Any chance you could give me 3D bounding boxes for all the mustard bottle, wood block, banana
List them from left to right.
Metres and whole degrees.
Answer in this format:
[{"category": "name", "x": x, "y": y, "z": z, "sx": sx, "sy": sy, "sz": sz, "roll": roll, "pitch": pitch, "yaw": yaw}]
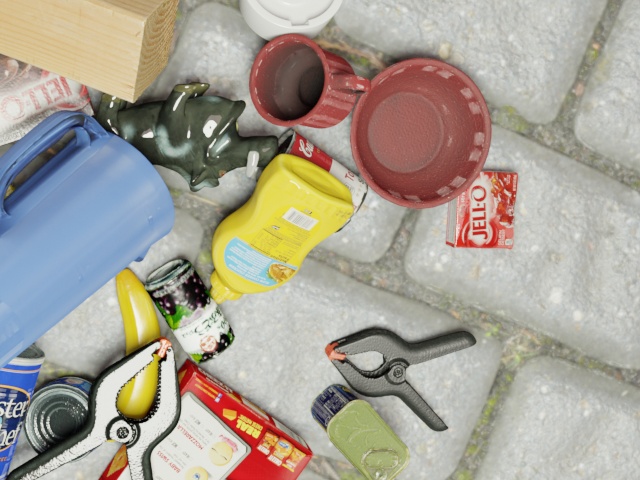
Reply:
[{"category": "wood block", "x": -0.246, "y": -0.217, "z": 0.990, "sx": 0.206, "sy": 0.090, "sz": 0.091, "roll": 21, "pitch": 128, "yaw": 4}, {"category": "banana", "x": -0.202, "y": 0.131, "z": 1.126, "sx": 0.069, "sy": 0.037, "sz": 0.198, "roll": 13, "pitch": 94, "yaw": -17}, {"category": "mustard bottle", "x": -0.057, "y": 0.001, "z": 1.105, "sx": 0.096, "sy": 0.058, "sz": 0.192, "roll": 26, "pitch": 123, "yaw": -27}]

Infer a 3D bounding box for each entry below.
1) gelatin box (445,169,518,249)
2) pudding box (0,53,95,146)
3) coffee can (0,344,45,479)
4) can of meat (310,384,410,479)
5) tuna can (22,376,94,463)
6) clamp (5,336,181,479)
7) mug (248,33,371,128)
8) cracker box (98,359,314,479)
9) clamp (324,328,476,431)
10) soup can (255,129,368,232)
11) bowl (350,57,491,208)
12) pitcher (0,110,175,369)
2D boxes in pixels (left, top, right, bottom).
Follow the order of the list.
[{"category": "gelatin box", "x": 0.183, "y": -0.035, "z": 1.212, "sx": 0.073, "sy": 0.030, "sz": 0.089, "roll": 1, "pitch": 97, "yaw": -15}, {"category": "pudding box", "x": -0.292, "y": -0.150, "z": 1.063, "sx": 0.113, "sy": 0.039, "sz": 0.090, "roll": -20, "pitch": 102, "yaw": -12}, {"category": "coffee can", "x": -0.343, "y": 0.166, "z": 1.058, "sx": 0.102, "sy": 0.103, "sz": 0.140, "roll": 17, "pitch": 93, "yaw": -17}, {"category": "can of meat", "x": 0.041, "y": 0.212, "z": 1.179, "sx": 0.057, "sy": 0.084, "sz": 0.102, "roll": -43, "pitch": 106, "yaw": -7}, {"category": "tuna can", "x": -0.263, "y": 0.186, "z": 1.104, "sx": 0.086, "sy": 0.033, "sz": 0.086, "roll": 0, "pitch": 94, "yaw": 6}, {"category": "clamp", "x": -0.209, "y": 0.191, "z": 1.068, "sx": 0.164, "sy": 0.036, "sz": 0.210, "roll": 19, "pitch": 87, "yaw": -13}, {"category": "mug", "x": -0.003, "y": -0.159, "z": 1.095, "sx": 0.117, "sy": 0.081, "sz": 0.093, "roll": 0, "pitch": 89, "yaw": 29}, {"category": "cracker box", "x": -0.137, "y": 0.262, "z": 1.144, "sx": 0.164, "sy": 0.072, "sz": 0.213, "roll": 37, "pitch": 88, "yaw": -15}, {"category": "clamp", "x": 0.093, "y": 0.136, "z": 1.206, "sx": 0.171, "sy": 0.039, "sz": 0.120, "roll": 24, "pitch": 89, "yaw": -17}, {"category": "soup can", "x": -0.009, "y": -0.062, "z": 1.137, "sx": 0.102, "sy": 0.069, "sz": 0.068, "roll": 34, "pitch": 88, "yaw": -17}, {"category": "bowl", "x": 0.102, "y": -0.117, "z": 1.166, "sx": 0.162, "sy": 0.055, "sz": 0.162, "roll": -2, "pitch": 98, "yaw": -15}, {"category": "pitcher", "x": -0.262, "y": 0.003, "z": 0.989, "sx": 0.149, "sy": 0.145, "sz": 0.242, "roll": 45, "pitch": 53, "yaw": -2}]
